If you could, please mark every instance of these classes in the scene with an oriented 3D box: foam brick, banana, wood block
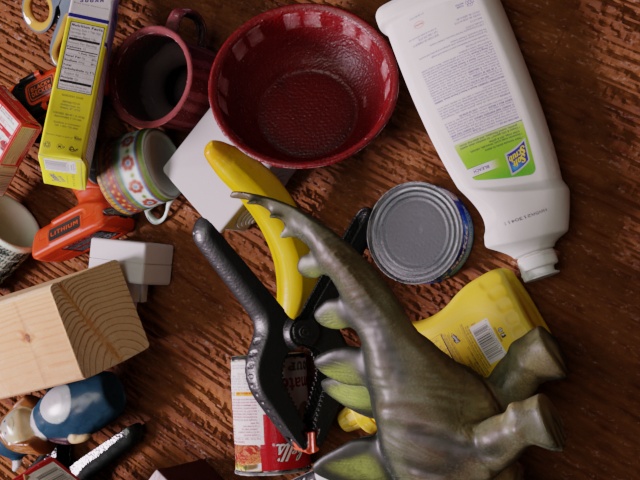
[{"bbox_3d":[-0.124,0.238,0.968,0.053,0.078,0.051,41,104,23],"label":"foam brick"},{"bbox_3d":[-0.042,-0.003,0.927,0.037,0.069,0.198,5,118,50],"label":"banana"},{"bbox_3d":[-0.277,0.093,1.019,0.207,0.090,0.091,-16,96,36],"label":"wood block"}]

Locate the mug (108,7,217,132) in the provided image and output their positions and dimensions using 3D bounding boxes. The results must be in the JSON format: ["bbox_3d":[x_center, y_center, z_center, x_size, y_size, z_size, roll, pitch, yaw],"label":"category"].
[{"bbox_3d":[-0.133,-0.157,0.991,0.093,0.081,0.117,13,94,27],"label":"mug"}]

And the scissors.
[{"bbox_3d":[-0.248,-0.261,1.043,0.096,0.016,0.202,36,130,18],"label":"scissors"}]

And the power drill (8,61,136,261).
[{"bbox_3d":[-0.270,-0.077,1.071,0.185,0.057,0.188,-22,78,26],"label":"power drill"}]

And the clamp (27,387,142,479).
[{"bbox_3d":[-0.243,0.228,1.053,0.120,0.039,0.171,17,92,32],"label":"clamp"}]

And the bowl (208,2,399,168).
[{"bbox_3d":[-0.013,-0.123,0.922,0.162,0.055,0.162,-2,67,3],"label":"bowl"}]

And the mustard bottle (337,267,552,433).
[{"bbox_3d":[0.093,0.107,0.873,0.192,0.058,0.096,-33,80,22],"label":"mustard bottle"}]

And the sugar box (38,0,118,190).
[{"bbox_3d":[-0.220,-0.144,0.979,0.048,0.093,0.176,8,76,-10],"label":"sugar box"}]

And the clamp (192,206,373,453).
[{"bbox_3d":[-0.030,0.072,0.892,0.036,0.164,0.210,172,100,-67],"label":"clamp"}]

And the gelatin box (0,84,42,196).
[{"bbox_3d":[-0.322,-0.100,1.055,0.073,0.030,0.089,44,110,27],"label":"gelatin box"}]

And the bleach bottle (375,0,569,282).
[{"bbox_3d":[0.131,-0.086,0.863,0.103,0.068,0.251,-21,80,22],"label":"bleach bottle"}]

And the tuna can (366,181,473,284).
[{"bbox_3d":[0.085,-0.006,0.897,0.086,0.033,0.086,-2,86,27],"label":"tuna can"}]

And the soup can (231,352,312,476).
[{"bbox_3d":[-0.044,0.151,0.937,0.069,0.068,0.102,-5,84,27],"label":"soup can"}]
